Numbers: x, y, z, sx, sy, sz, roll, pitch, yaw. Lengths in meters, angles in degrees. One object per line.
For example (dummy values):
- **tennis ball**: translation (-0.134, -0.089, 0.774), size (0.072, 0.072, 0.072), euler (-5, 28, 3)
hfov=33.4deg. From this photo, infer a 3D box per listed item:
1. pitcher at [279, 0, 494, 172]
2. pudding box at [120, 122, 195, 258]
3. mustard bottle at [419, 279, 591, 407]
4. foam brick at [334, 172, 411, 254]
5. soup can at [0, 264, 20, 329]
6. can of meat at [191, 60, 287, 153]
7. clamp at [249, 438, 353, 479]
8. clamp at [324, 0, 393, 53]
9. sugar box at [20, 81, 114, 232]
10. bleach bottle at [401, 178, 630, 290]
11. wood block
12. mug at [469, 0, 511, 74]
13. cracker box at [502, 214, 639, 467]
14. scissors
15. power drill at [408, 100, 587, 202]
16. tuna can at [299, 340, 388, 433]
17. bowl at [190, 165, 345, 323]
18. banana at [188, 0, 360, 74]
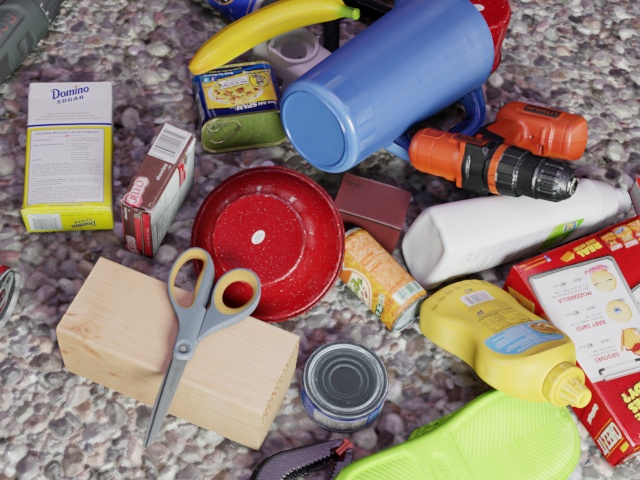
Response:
- **pitcher**: translation (0.077, -0.165, 1.169), size (0.149, 0.145, 0.242), euler (31, 50, 28)
- **pudding box**: translation (-0.168, -0.051, 1.110), size (0.039, 0.090, 0.113), euler (22, 57, 6)
- **mustard bottle**: translation (0.185, 0.103, 1.018), size (0.096, 0.058, 0.192), euler (-13, 29, -28)
- **foam brick**: translation (0.052, -0.029, 1.141), size (0.078, 0.051, 0.053), euler (18, 56, 5)
- **soup can**: translation (-0.355, 0.043, 1.043), size (0.102, 0.068, 0.068), euler (18, 57, 7)
- **can of meat**: translation (-0.091, -0.152, 1.203), size (0.102, 0.057, 0.084), euler (-9, 57, -12)
- **clamp**: translation (-0.038, 0.262, 0.954), size (0.209, 0.036, 0.165), euler (-34, 66, -24)
- **clamp**: translation (0.036, -0.292, 1.316), size (0.120, 0.039, 0.171), euler (-15, 60, -17)
- **sugar box**: translation (-0.270, -0.093, 1.153), size (0.093, 0.048, 0.176), euler (-2, 54, -7)
- **bleach bottle**: translation (0.218, -0.016, 1.135), size (0.250, 0.103, 0.068), euler (-12, 67, -23)
- **wood block**: translation (-0.133, 0.108, 1.012), size (0.206, 0.090, 0.090), euler (21, 57, 8)
- **mug**: translation (0.175, -0.263, 1.286), size (0.093, 0.081, 0.117), euler (-24, 63, -20)
- **cracker box**: translation (0.308, 0.097, 1.076), size (0.164, 0.072, 0.214), euler (-21, 63, -17)
- **scissors**: translation (-0.103, 0.094, 0.960), size (0.096, 0.016, 0.201), euler (3, 56, -5)
- **power drill**: translation (0.213, -0.096, 1.133), size (0.185, 0.057, 0.187), euler (19, 26, 31)
- **tuna can**: translation (0.023, 0.141, 1.039), size (0.086, 0.034, 0.086), euler (3, 57, -4)
- **bowl**: translation (-0.057, 0.001, 1.066), size (0.162, 0.055, 0.162), euler (-1, 85, 6)
- **banana**: translation (-0.057, -0.239, 1.192), size (0.198, 0.037, 0.069), euler (-20, 28, 3)
